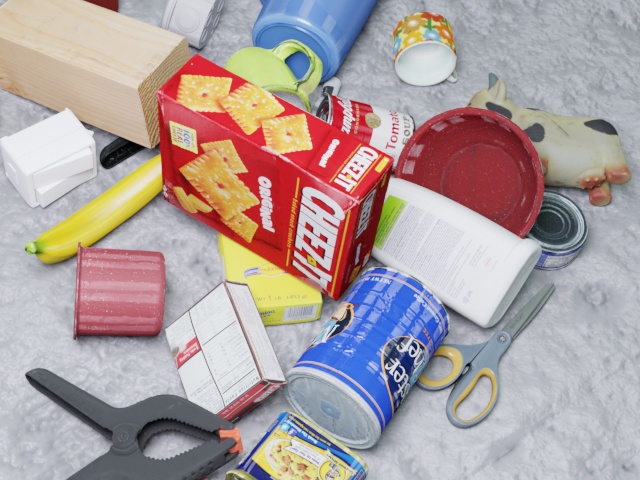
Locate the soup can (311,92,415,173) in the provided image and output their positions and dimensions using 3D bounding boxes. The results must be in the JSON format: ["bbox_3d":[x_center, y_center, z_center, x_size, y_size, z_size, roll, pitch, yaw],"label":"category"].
[{"bbox_3d":[0.043,-0.115,1.156,0.102,0.069,0.068,12,54,-19],"label":"soup can"}]

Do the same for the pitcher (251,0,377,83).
[{"bbox_3d":[0.002,-0.304,1.261,0.145,0.149,0.242,31,59,-12],"label":"pitcher"}]

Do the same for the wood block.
[{"bbox_3d":[-0.244,-0.188,1.133,0.206,0.091,0.090,22,56,21],"label":"wood block"}]

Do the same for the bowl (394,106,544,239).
[{"bbox_3d":[0.161,-0.058,1.125,0.162,0.162,0.055,42,18,18],"label":"bowl"}]

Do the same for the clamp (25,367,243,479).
[{"bbox_3d":[-0.175,0.189,0.930,0.210,0.036,0.164,2,53,6],"label":"clamp"}]

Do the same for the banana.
[{"bbox_3d":[-0.214,-0.029,1.071,0.197,0.070,0.037,-39,98,-28],"label":"banana"}]

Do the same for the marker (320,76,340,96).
[{"bbox_3d":[0.001,-0.136,1.204,0.020,0.020,0.121,15,56,1],"label":"marker"}]

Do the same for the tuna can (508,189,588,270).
[{"bbox_3d":[0.244,-0.013,1.152,0.086,0.034,0.086,4,56,-6],"label":"tuna can"}]

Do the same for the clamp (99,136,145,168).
[{"bbox_3d":[-0.148,-0.124,1.161,0.120,0.039,0.171,25,61,8],"label":"clamp"}]

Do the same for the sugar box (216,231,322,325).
[{"bbox_3d":[-0.057,0.001,1.088,0.093,0.048,0.176,-4,59,-11],"label":"sugar box"}]

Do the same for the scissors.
[{"bbox_3d":[0.162,0.098,1.076,0.096,0.016,0.201,26,56,8],"label":"scissors"}]

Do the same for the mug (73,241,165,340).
[{"bbox_3d":[-0.193,0.045,1.021,0.081,0.093,0.117,3,20,-13],"label":"mug"}]

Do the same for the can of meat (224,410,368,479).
[{"bbox_3d":[-0.020,0.212,0.948,0.102,0.057,0.083,33,56,13],"label":"can of meat"}]

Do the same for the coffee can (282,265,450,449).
[{"bbox_3d":[0.044,0.108,0.998,0.103,0.103,0.140,31,57,12],"label":"coffee can"}]

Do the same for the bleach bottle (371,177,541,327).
[{"bbox_3d":[0.093,-0.018,1.091,0.251,0.068,0.102,34,101,20],"label":"bleach bottle"}]

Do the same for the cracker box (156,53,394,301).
[{"bbox_3d":[-0.049,-0.055,1.000,0.214,0.164,0.072,30,57,14],"label":"cracker box"}]

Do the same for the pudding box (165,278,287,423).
[{"bbox_3d":[-0.090,0.106,0.987,0.039,0.090,0.113,16,42,-52],"label":"pudding box"}]
